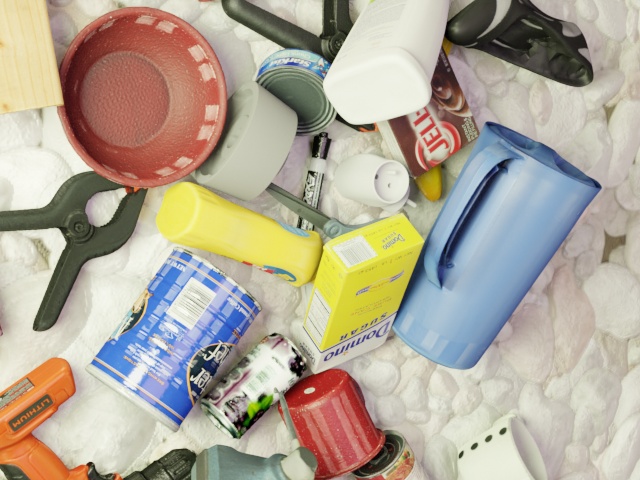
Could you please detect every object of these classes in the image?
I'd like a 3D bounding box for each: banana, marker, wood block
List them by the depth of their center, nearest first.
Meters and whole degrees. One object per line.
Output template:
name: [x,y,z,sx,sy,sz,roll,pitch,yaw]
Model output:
wood block: [-0.284,-0.207,0.885,0.090,0.091,0.206,-14,101,-27]
marker: [-0.008,-0.052,1.093,0.020,0.020,0.121,11,90,-29]
banana: [0.118,-0.143,1.143,0.069,0.037,0.198,9,90,-29]

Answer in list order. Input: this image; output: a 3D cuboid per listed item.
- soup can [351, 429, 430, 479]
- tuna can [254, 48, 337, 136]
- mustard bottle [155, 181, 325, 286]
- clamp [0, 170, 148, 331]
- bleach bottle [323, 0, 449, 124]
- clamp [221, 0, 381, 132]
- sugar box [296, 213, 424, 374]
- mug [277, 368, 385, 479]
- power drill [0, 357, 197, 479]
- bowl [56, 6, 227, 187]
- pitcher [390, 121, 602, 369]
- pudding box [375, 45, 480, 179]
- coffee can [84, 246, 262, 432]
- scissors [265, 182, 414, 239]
soup can: [0.085,0.263,1.149,0.068,0.069,0.102,-42,114,-19]
tuna can: [-0.023,-0.144,1.037,0.086,0.086,0.033,40,42,-26]
mustard bottle: [-0.057,0.002,1.028,0.191,0.096,0.058,21,86,-29]
clamp: [-0.223,0.000,0.969,0.171,0.039,0.120,-29,109,-23]
bleach bottle: [0.086,-0.221,1.046,0.068,0.103,0.250,52,43,-31]
clamp: [0.012,-0.206,1.079,0.164,0.036,0.210,-48,116,-22]
sugar box: [0.036,0.056,1.054,0.093,0.048,0.176,-20,146,-25]
mug: [0.013,0.179,1.097,0.117,0.093,0.081,-43,111,-52]
power drill: [-0.218,0.203,0.981,0.184,0.057,0.187,-36,111,-21]
bowl: [-0.169,-0.130,0.976,0.161,0.055,0.162,-3,97,-28]
pitcher: [0.164,0.008,1.093,0.149,0.145,0.243,25,106,-12]
pudding box: [0.102,-0.133,1.092,0.090,0.039,0.113,-34,110,-17]
coffee can: [-0.135,0.091,0.990,0.102,0.103,0.140,41,75,-26]
scissors: [0.031,-0.021,1.088,0.096,0.016,0.201,-38,127,1]
